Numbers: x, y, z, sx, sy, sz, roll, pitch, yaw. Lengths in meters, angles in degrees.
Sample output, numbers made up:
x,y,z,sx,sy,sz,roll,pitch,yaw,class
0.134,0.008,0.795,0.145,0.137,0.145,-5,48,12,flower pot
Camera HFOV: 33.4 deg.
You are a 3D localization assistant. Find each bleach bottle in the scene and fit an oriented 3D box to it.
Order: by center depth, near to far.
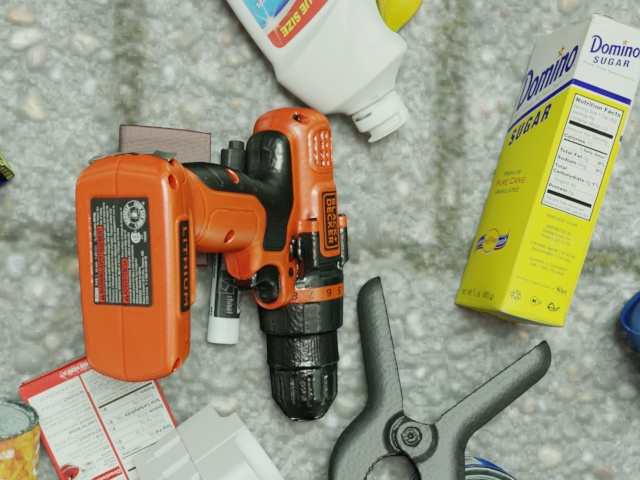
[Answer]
x,y,z,sx,sy,sz,roll,pitch,yaw,class
-0.017,-0.174,0.609,0.103,0.068,0.251,-28,100,24,bleach bottle

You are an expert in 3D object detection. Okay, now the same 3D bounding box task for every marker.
x,y,z,sx,sy,sz,roll,pitch,yaw,class
-0.054,0.001,0.638,0.020,0.020,0.121,4,89,-9,marker

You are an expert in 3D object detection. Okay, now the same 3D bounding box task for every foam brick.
x,y,z,sx,sy,sz,roll,pitch,yaw,class
-0.091,-0.025,0.615,0.051,0.053,0.078,2,91,-9,foam brick

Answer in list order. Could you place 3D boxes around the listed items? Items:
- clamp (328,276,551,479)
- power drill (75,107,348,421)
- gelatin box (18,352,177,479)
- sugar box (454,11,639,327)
x,y,z,sx,sy,sz,roll,pitch,yaw,class
0.046,0.107,0.628,0.120,0.039,0.171,28,76,18,clamp
-0.046,0.021,0.566,0.057,0.187,0.184,-2,94,28,power drill
-0.123,0.108,0.621,0.073,0.030,0.089,-25,94,-10,gelatin box
0.135,-0.039,0.631,0.048,0.093,0.176,16,87,-9,sugar box
